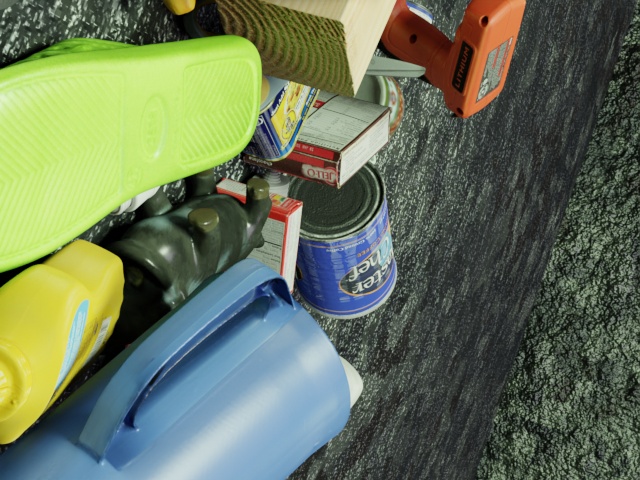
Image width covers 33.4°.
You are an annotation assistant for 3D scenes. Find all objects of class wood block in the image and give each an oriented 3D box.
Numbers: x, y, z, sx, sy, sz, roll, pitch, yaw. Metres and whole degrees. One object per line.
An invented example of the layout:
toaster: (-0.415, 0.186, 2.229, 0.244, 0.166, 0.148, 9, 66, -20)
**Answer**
wood block: (0.015, -0.213, 0.722, 0.090, 0.091, 0.206, 74, 36, -64)

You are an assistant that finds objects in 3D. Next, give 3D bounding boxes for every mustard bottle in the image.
mustard bottle: (-0.158, 0.058, 0.581, 0.096, 0.058, 0.191, -62, -177, 7)

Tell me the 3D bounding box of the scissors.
scissors: (-0.012, -0.115, 0.777, 0.201, 0.016, 0.096, 18, 80, -29)

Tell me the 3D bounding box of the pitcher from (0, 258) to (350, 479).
pitcher: (-0.100, 0.123, 0.619, 0.242, 0.145, 0.149, -39, 107, -41)

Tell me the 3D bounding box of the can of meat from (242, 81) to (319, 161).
can of meat: (-0.040, -0.123, 0.828, 0.102, 0.057, 0.084, -66, 161, -16)

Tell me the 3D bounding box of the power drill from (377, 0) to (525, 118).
power drill: (0.068, -0.196, 0.847, 0.057, 0.188, 0.184, -37, 149, -33)

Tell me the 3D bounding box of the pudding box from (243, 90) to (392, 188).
pudding box: (-0.001, -0.090, 0.910, 0.113, 0.090, 0.039, -46, 148, -51)

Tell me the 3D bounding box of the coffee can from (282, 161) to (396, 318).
coffee can: (0.017, -0.003, 1.014, 0.102, 0.103, 0.140, -61, 158, -27)

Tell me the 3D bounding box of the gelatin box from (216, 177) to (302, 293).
gelatin box: (-0.056, 0.001, 0.870, 0.030, 0.073, 0.089, -44, 147, -52)
